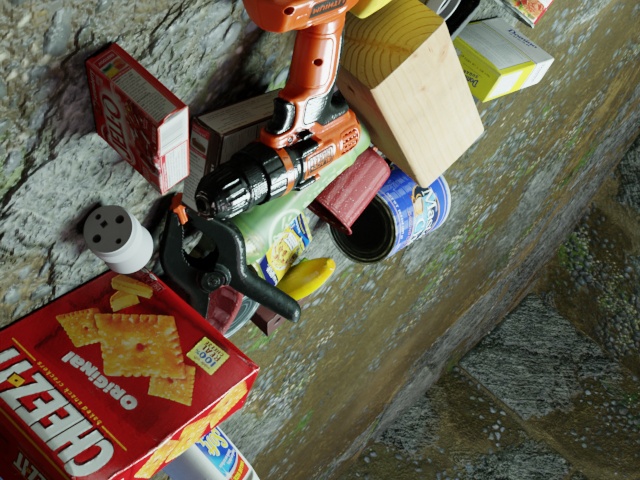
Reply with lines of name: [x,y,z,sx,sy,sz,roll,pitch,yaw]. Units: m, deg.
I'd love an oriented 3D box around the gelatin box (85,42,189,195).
gelatin box: [-0.126,-0.082,0.740,0.030,0.073,0.089,-40,163,-24]

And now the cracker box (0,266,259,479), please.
cracker box: [-0.183,0.123,0.900,0.213,0.164,0.072,-33,156,-45]

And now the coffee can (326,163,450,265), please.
coffee can: [0.087,-0.039,1.350,0.140,0.103,0.103,-28,154,-50]

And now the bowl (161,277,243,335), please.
bowl: [-0.154,0.087,1.090,0.162,0.055,0.162,-44,163,-17]

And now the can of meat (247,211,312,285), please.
can of meat: [-0.057,0.001,1.120,0.084,0.057,0.102,-51,158,-17]

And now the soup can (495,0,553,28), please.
soup can: [0.249,-0.305,1.225,0.102,0.068,0.068,-52,164,11]

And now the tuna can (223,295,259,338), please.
tuna can: [-0.105,0.077,1.234,0.086,0.034,0.086,-44,163,-17]

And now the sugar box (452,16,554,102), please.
sugar box: [0.202,-0.216,1.260,0.175,0.093,0.048,-22,150,-57]

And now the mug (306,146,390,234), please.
mug: [0.013,-0.073,1.131,0.081,0.093,0.117,-52,128,-7]

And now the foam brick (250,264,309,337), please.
foam brick: [-0.056,0.069,1.315,0.078,0.051,0.053,-44,164,-18]

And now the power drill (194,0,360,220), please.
power drill: [-0.030,-0.120,0.854,0.184,0.057,0.188,-35,144,-41]

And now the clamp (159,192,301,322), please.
clamp: [-0.106,0.039,0.986,0.120,0.171,0.039,-34,-154,-2]

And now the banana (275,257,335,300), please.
banana: [-0.030,0.041,1.205,0.069,0.037,0.198,-47,-172,-6]

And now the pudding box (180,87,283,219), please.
pudding box: [-0.066,-0.076,0.935,0.113,0.039,0.090,-28,140,-45]

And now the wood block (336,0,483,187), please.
wood block: [0.078,-0.146,1.018,0.090,0.091,0.206,-44,152,-2]

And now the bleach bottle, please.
bleach bottle: [-0.125,0.239,1.161,0.068,0.251,0.102,-53,164,14]
